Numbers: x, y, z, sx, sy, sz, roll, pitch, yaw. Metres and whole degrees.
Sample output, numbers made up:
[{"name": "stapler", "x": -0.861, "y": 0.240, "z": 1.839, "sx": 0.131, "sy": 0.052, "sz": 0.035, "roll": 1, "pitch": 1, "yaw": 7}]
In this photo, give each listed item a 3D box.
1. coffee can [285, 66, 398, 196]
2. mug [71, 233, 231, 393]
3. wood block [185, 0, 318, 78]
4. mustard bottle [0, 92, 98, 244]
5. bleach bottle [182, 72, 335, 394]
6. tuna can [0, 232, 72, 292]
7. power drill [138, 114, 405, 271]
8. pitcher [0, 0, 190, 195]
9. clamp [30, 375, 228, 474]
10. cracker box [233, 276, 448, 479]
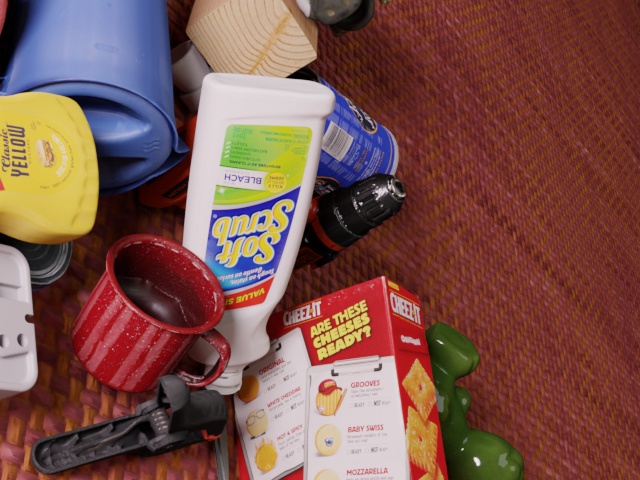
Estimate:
[{"name": "coffee can", "x": 0.001, "y": -0.103, "z": 1.100, "sx": 0.140, "sy": 0.103, "sz": 0.103, "roll": 31, "pitch": 46, "yaw": -47}, {"name": "mug", "x": -0.119, "y": 0.063, "z": 0.774, "sx": 0.117, "sy": 0.082, "sz": 0.093, "roll": 35, "pitch": 32, "yaw": -4}, {"name": "wood block", "x": -0.060, "y": -0.230, "z": 1.045, "sx": 0.090, "sy": 0.091, "sz": 0.206, "roll": 53, "pitch": 18, "yaw": -26}, {"name": "mustard bottle", "x": -0.223, "y": -0.051, "z": 0.634, "sx": 0.191, "sy": 0.058, "sz": 0.096, "roll": 5, "pitch": 74, "yaw": -50}, {"name": "bleach bottle", "x": -0.055, "y": 0.001, "z": 0.830, "sx": 0.068, "sy": 0.102, "sz": 0.251, "roll": -124, "pitch": -141, "yaw": -67}, {"name": "tuna can", "x": -0.214, "y": -0.004, "z": 0.741, "sx": 0.086, "sy": 0.034, "sz": 0.086, "roll": 38, "pitch": 41, "yaw": -43}, {"name": "power drill", "x": -0.046, "y": -0.038, "z": 0.915, "sx": 0.187, "sy": 0.185, "sz": 0.057, "roll": 31, "pitch": 45, "yaw": -34}, {"name": "pitcher", "x": -0.186, "y": -0.168, "z": 0.816, "sx": 0.149, "sy": 0.145, "sz": 0.243, "roll": 69, "pitch": 12, "yaw": -56}, {"name": "clamp", "x": -0.108, "y": 0.126, "z": 0.755, "sx": 0.171, "sy": 0.120, "sz": 0.039, "roll": 5, "pitch": 64, "yaw": -63}, {"name": "cracker box", "x": 0.014, "y": 0.158, "z": 0.885, "sx": 0.072, "sy": 0.164, "sz": 0.214, "roll": 29, "pitch": 48, "yaw": -51}]
